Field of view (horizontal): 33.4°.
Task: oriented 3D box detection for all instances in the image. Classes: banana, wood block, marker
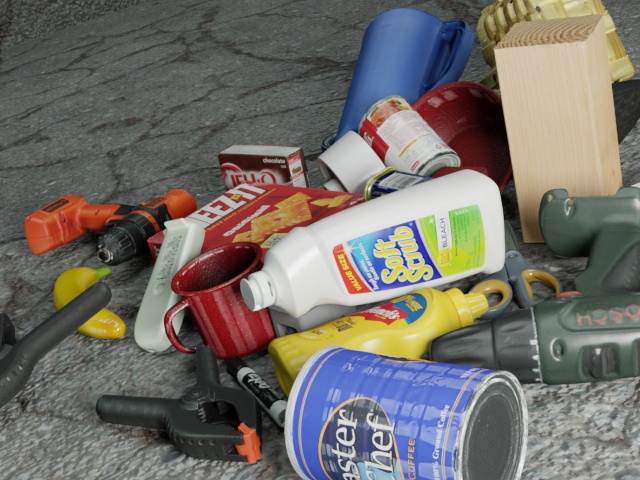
[{"bbox_3d":[-0.257,0.065,1.168,0.069,0.037,0.198,-18,24,-9],"label":"banana"},{"bbox_3d":[0.241,-0.109,1.063,0.091,0.206,0.090,-1,27,28],"label":"wood block"},{"bbox_3d":[-0.054,0.129,0.929,0.020,0.020,0.121,-23,25,-19],"label":"marker"}]

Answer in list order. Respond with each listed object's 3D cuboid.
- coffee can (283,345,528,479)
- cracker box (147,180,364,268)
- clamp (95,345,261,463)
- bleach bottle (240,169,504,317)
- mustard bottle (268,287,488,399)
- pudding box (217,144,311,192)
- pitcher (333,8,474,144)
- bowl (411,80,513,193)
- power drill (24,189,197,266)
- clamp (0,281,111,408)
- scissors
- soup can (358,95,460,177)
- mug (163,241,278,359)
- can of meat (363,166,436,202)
[{"bbox_3d":[0.060,0.133,0.751,0.141,0.103,0.102,4,29,36],"label":"coffee can"},{"bbox_3d":[-0.058,0.001,1.153,0.214,0.072,0.163,10,34,44],"label":"cracker box"},{"bbox_3d":[-0.099,0.139,0.911,0.172,0.039,0.120,16,41,40],"label":"clamp"},{"bbox_3d":[0.047,0.016,0.955,0.250,0.102,0.068,-19,27,-24],"label":"bleach bottle"},{"bbox_3d":[0.056,0.084,0.918,0.191,0.058,0.096,-19,10,-12],"label":"mustard bottle"},{"bbox_3d":[-0.065,-0.068,1.292,0.114,0.090,0.039,4,29,35],"label":"pudding box"},{"bbox_3d":[0.101,-0.179,1.341,0.145,0.149,0.242,14,46,5],"label":"pitcher"},{"bbox_3d":[0.159,-0.093,1.193,0.162,0.162,0.055,5,-6,38],"label":"bowl"},{"bbox_3d":[-0.269,-0.014,1.318,0.188,0.057,0.184,1,19,26],"label":"power drill"},{"bbox_3d":[-0.315,0.122,1.055,0.165,0.036,0.209,-14,28,38],"label":"clamp"},{"bbox_3d":[0.171,0.028,1.034,0.096,0.016,0.202,-16,23,-5],"label":"scissors"},{"bbox_3d":[0.097,-0.101,1.163,0.068,0.068,0.102,-24,56,-22],"label":"soup can"},{"bbox_3d":[-0.093,0.065,1.012,0.117,0.081,0.093,-32,25,-23],"label":"mug"},{"bbox_3d":[0.098,-0.018,1.073,0.057,0.102,0.084,-32,31,-34],"label":"can of meat"}]
